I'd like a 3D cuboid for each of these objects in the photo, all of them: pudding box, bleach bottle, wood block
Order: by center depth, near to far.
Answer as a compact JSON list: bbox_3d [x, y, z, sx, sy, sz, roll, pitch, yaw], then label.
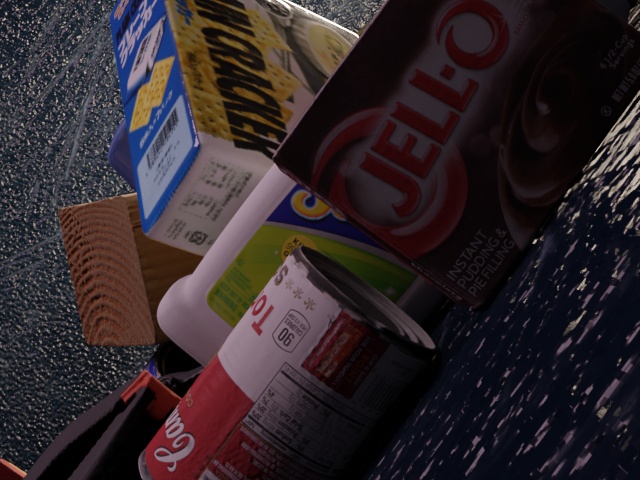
[{"bbox_3d":[0.051,-0.046,0.382,0.113,0.090,0.039,-54,0,-1],"label":"pudding box"},{"bbox_3d":[0.037,-0.039,0.451,0.251,0.102,0.068,-55,-6,17],"label":"bleach bottle"},{"bbox_3d":[-0.054,0.001,0.708,0.205,0.091,0.090,-14,5,-40],"label":"wood block"}]

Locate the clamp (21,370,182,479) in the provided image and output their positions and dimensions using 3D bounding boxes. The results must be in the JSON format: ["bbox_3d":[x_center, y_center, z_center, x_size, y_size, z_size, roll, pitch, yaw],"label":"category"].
[{"bbox_3d":[-0.139,0.146,0.483,0.210,0.036,0.164,-44,19,14],"label":"clamp"}]

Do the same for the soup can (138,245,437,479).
[{"bbox_3d":[-0.012,0.062,0.402,0.102,0.068,0.068,-54,0,7],"label":"soup can"}]
